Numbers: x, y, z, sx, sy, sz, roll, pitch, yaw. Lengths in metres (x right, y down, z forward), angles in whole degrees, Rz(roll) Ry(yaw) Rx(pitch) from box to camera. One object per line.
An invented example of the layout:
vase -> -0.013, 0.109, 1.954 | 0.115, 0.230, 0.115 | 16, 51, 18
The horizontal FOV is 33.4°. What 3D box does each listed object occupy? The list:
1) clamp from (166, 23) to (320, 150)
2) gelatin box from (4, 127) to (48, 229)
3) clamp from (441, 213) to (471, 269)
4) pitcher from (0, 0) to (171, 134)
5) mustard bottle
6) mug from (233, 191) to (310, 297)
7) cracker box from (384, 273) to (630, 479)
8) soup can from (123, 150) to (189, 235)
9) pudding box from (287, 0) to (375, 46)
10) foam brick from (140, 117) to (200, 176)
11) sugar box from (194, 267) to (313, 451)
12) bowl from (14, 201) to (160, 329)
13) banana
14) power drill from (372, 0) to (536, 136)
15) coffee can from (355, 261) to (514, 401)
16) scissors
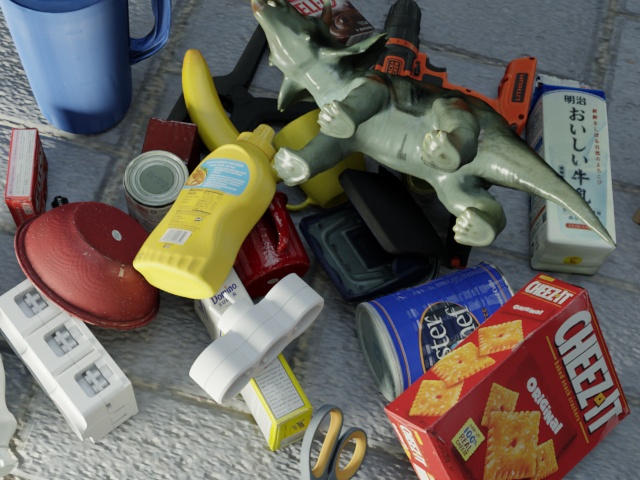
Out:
clamp -> -0.094, -0.168, 1.220 | 0.209, 0.036, 0.165 | -23, 67, -15
gelatin box -> -0.310, -0.063, 1.131 | 0.030, 0.073, 0.089 | -1, 63, -5
clamp -> 0.159, -0.054, 1.128 | 0.039, 0.120, 0.171 | 9, 92, 9
pitcher -> -0.249, -0.217, 1.118 | 0.149, 0.243, 0.144 | 37, 66, 14
mustard bottle -> -0.097, -0.036, 1.035 | 0.096, 0.058, 0.191 | 7, 58, 40
mug -> -0.057, 0.001, 1.097 | 0.093, 0.117, 0.081 | -14, 69, -29
cracker box -> 0.182, 0.161, 1.004 | 0.213, 0.164, 0.072 | -37, 30, -20
soup can -> -0.168, -0.040, 1.114 | 0.068, 0.102, 0.068 | 2, 63, -3
pudding box -> -0.005, -0.255, 1.249 | 0.113, 0.039, 0.090 | -22, 65, -43
foam brick -> -0.161, -0.089, 1.153 | 0.053, 0.078, 0.051 | 9, 64, 0
sugar box -> -0.068, 0.113, 1.049 | 0.048, 0.093, 0.176 | -23, 67, -16
bowl -> -0.217, 0.012, 1.058 | 0.162, 0.055, 0.162 | 31, 27, -17
banana -> -0.097, -0.122, 1.155 | 0.069, 0.037, 0.198 | -44, 74, 1
power drill -> 0.151, -0.191, 1.241 | 0.187, 0.057, 0.184 | 11, 67, 5
coffee can -> 0.119, 0.090, 1.069 | 0.140, 0.103, 0.103 | -18, 66, -13
scissors -> -0.003, 0.256, 1.017 | 0.016, 0.096, 0.202 | 13, 89, 43
